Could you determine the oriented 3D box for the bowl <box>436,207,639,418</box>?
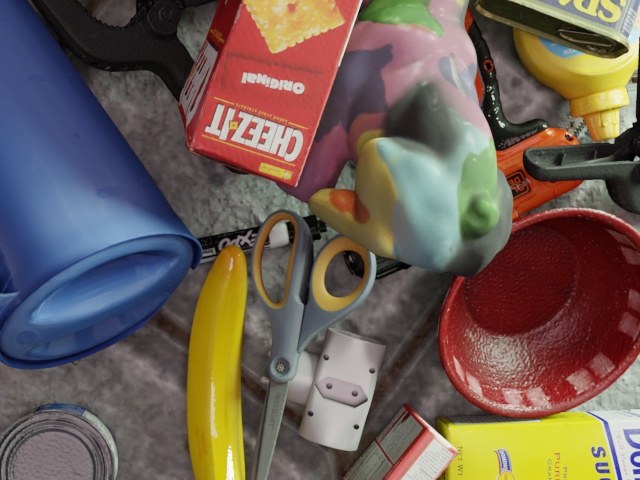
[{"bbox_3d":[0.149,0.042,0.740,0.162,0.055,0.162,-6,117,-12],"label":"bowl"}]

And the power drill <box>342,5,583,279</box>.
[{"bbox_3d":[0.072,-0.084,0.748,0.184,0.057,0.187,-26,95,-4],"label":"power drill"}]

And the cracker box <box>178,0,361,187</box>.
[{"bbox_3d":[-0.020,-0.154,0.624,0.072,0.164,0.214,18,100,-12],"label":"cracker box"}]

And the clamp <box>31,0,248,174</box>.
[{"bbox_3d":[-0.101,-0.158,0.714,0.209,0.036,0.164,26,85,-27],"label":"clamp"}]

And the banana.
[{"bbox_3d":[-0.067,0.104,0.736,0.037,0.070,0.198,1,83,-35],"label":"banana"}]

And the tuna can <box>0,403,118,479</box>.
[{"bbox_3d":[-0.184,0.157,0.742,0.086,0.034,0.086,0,91,-5],"label":"tuna can"}]

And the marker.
[{"bbox_3d":[-0.055,0.001,0.756,0.121,0.020,0.020,-12,92,-4],"label":"marker"}]

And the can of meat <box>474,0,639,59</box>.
[{"bbox_3d":[0.164,-0.176,0.694,0.102,0.057,0.084,20,89,-2],"label":"can of meat"}]

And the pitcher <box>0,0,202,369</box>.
[{"bbox_3d":[-0.192,-0.051,0.651,0.145,0.149,0.243,-31,70,-9],"label":"pitcher"}]

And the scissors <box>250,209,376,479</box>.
[{"bbox_3d":[-0.007,0.078,0.722,0.096,0.016,0.202,-4,83,15],"label":"scissors"}]

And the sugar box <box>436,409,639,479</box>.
[{"bbox_3d":[0.174,0.172,0.766,0.176,0.048,0.093,-2,92,-4],"label":"sugar box"}]

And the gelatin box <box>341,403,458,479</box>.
[{"bbox_3d":[0.054,0.156,0.734,0.030,0.089,0.073,40,88,-6],"label":"gelatin box"}]
